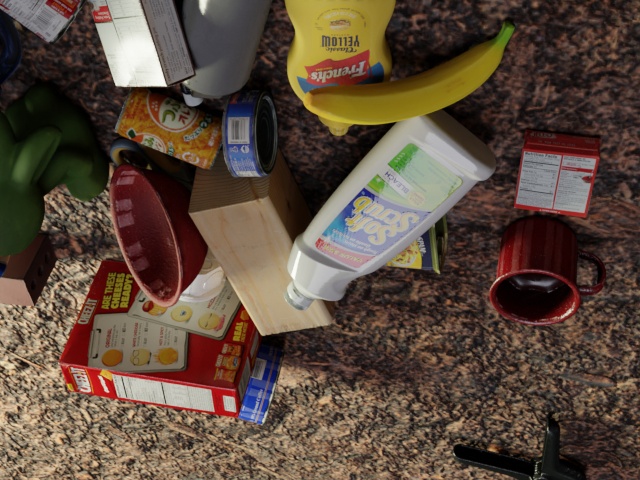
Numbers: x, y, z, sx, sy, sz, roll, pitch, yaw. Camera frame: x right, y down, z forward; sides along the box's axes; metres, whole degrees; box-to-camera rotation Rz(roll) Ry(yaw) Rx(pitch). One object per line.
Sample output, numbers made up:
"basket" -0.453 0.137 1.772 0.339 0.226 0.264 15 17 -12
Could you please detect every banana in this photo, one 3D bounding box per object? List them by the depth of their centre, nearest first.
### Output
"banana" 0.082 -0.140 0.957 0.197 0.037 0.069 -22 132 -4

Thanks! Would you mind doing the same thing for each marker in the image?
"marker" -0.138 -0.181 1.031 0.020 0.020 0.121 1 139 15

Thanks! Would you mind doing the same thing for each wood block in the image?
"wood block" -0.057 0.001 1.160 0.090 0.090 0.206 -11 135 16

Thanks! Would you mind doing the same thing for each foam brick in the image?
"foam brick" -0.366 0.034 1.308 0.051 0.078 0.053 8 140 9

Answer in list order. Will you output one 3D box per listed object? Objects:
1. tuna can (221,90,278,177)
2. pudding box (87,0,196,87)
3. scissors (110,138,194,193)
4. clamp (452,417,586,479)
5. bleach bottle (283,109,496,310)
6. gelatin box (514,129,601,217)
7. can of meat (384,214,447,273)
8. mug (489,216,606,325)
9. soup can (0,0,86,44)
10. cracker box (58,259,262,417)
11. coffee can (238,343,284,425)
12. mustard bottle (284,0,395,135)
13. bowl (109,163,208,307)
"tuna can" -0.068 -0.105 1.049 0.034 0.086 0.086 1 139 13
"pudding box" -0.163 -0.194 0.952 0.090 0.039 0.113 9 123 48
"scissors" -0.160 -0.057 1.188 0.096 0.016 0.201 -6 137 25
"clamp" 0.294 0.320 1.480 0.165 0.036 0.209 -18 131 32
"bleach bottle" 0.055 -0.018 1.061 0.102 0.068 0.251 38 115 -8
"gelatin box" 0.232 -0.066 1.049 0.073 0.030 0.089 8 140 10
"can of meat" 0.088 -0.014 1.132 0.084 0.057 0.102 4 139 16
"mug" 0.239 0.030 1.119 0.117 0.081 0.093 2 139 14
"soup can" -0.269 -0.234 0.970 0.102 0.068 0.069 34 137 -23
"cracker box" -0.182 0.117 1.283 0.214 0.164 0.072 7 138 8
"coffee can" -0.127 0.170 1.378 0.140 0.102 0.103 16 141 -3
"mustard bottle" 0.017 -0.169 0.968 0.096 0.058 0.192 -1 140 0
"bowl" -0.167 -0.012 1.147 0.055 0.162 0.162 -21 152 -30
